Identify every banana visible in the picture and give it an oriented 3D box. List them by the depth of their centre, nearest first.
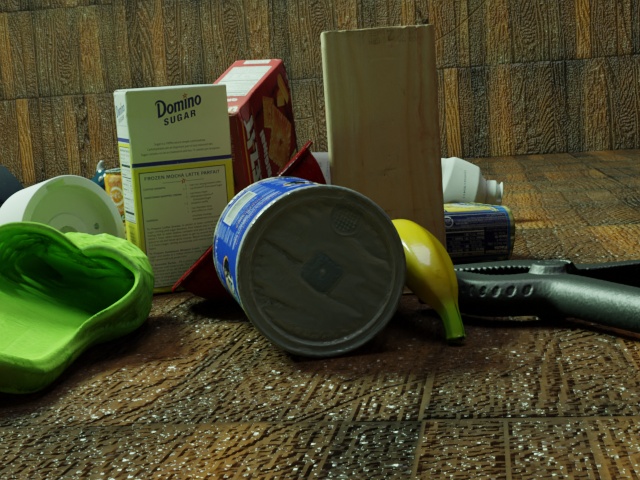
[{"bbox_3d":[0.052,0.019,0.732,0.037,0.069,0.198,3,5,-13],"label":"banana"}]

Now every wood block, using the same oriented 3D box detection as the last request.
[{"bbox_3d":[0.053,-0.065,0.865,0.090,0.206,0.091,-3,7,5],"label":"wood block"}]

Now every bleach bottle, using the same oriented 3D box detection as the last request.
[{"bbox_3d":[0.095,-0.054,1.303,0.251,0.102,0.068,3,-2,5],"label":"bleach bottle"}]

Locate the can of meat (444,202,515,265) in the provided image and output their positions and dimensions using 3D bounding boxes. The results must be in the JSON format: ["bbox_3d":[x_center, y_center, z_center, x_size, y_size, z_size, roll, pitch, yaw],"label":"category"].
[{"bbox_3d":[0.118,-0.006,0.977,0.083,0.057,0.102,-4,7,-20],"label":"can of meat"}]

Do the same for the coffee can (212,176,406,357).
[{"bbox_3d":[-0.012,0.012,0.693,0.102,0.103,0.140,-5,7,-11],"label":"coffee can"}]

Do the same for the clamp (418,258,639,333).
[{"bbox_3d":[0.166,0.031,0.716,0.210,0.036,0.164,1,9,38],"label":"clamp"}]

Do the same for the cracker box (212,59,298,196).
[{"bbox_3d":[-0.085,-0.105,1.251,0.072,0.164,0.213,-2,25,14],"label":"cracker box"}]

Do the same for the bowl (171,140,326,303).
[{"bbox_3d":[-0.043,-0.003,0.841,0.162,0.055,0.162,-47,4,4],"label":"bowl"}]

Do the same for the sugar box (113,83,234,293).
[{"bbox_3d":[-0.124,-0.046,0.930,0.093,0.176,0.048,-7,8,-25],"label":"sugar box"}]
